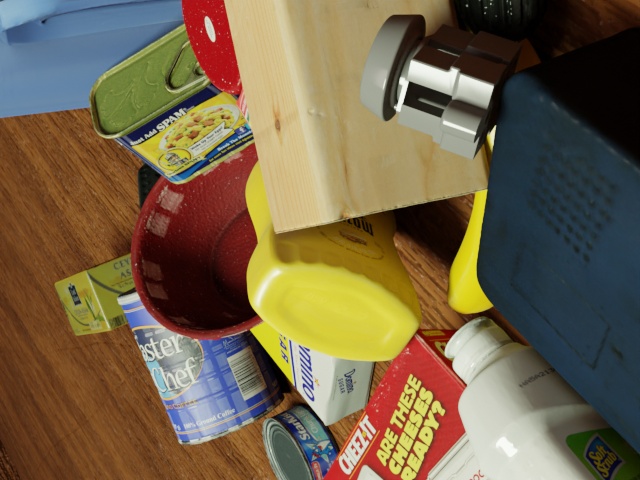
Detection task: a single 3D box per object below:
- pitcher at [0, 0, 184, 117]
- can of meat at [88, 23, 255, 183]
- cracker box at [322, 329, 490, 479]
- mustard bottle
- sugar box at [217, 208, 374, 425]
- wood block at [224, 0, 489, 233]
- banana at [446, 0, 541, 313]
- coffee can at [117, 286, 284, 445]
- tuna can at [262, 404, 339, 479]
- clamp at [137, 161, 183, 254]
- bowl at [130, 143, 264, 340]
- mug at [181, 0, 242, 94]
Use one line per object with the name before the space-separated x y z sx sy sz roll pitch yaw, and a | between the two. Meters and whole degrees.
pitcher | -0.192 -0.154 0.757 0.145 0.242 0.149 55 147 34
can of meat | -0.094 -0.093 0.743 0.083 0.102 0.057 40 -154 -54
cracker box | 0.098 0.177 0.590 0.214 0.071 0.164 48 121 37
mustard bottle | 0.002 -0.013 0.646 0.058 0.096 0.191 -59 21 28
sugar box | -0.026 0.048 0.822 0.176 0.048 0.093 50 149 36
wood block | 0.007 -0.115 0.530 0.091 0.090 0.206 172 86 -72
banana | 0.091 -0.029 0.548 0.070 0.037 0.198 -117 20 -54
coffee can | -0.105 0.094 0.941 0.103 0.102 0.140 -11 102 64
tuna can | -0.015 0.187 0.924 0.086 0.033 0.086 44 146 41
clamp | -0.133 -0.040 0.900 0.210 0.036 0.164 -109 6 -76
bowl | -0.055 0.001 0.766 0.162 0.162 0.055 49 -174 35
mug | -0.027 -0.141 0.632 0.093 0.081 0.117 62 154 12
